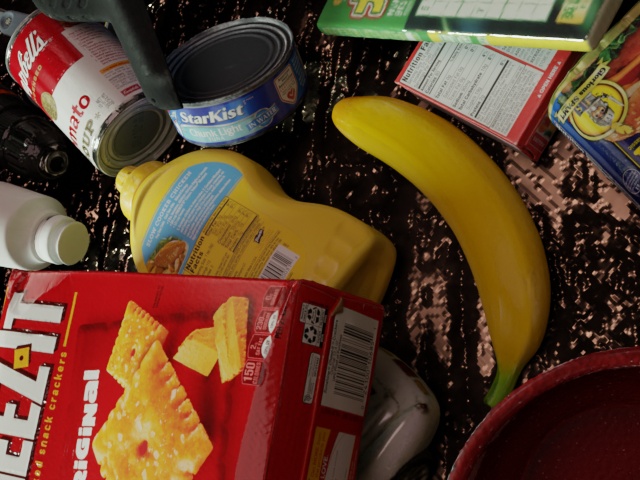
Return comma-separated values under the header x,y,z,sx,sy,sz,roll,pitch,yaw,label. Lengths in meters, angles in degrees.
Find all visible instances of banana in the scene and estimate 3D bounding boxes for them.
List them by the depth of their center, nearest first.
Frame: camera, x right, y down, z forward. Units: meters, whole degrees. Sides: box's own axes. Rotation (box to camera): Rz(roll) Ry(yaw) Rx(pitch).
x,y,z,sx,sy,sz,roll,pitch,yaw,label
0.066,-0.015,0.547,0.070,0.037,0.198,-36,60,19,banana

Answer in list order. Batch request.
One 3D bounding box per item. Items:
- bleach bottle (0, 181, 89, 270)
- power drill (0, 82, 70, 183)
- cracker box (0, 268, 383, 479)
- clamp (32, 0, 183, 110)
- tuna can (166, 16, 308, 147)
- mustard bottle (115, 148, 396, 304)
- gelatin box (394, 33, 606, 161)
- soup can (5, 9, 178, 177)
x,y,z,sx,sy,sz,roll,pitch,yaw,label
-0.258,-0.023,0.736,0.251,0.102,0.068,13,93,28,bleach bottle
-0.280,-0.087,0.705,0.185,0.187,0.057,26,103,39,power drill
-0.084,0.099,0.521,0.214,0.072,0.164,1,75,39,cracker box
-0.116,-0.153,0.646,0.210,0.036,0.164,17,53,24,clamp
-0.051,-0.093,0.625,0.086,0.033,0.086,-14,39,12,tuna can
-0.054,0.001,0.608,0.192,0.058,0.096,31,92,35,mustard bottle
0.093,-0.093,0.556,0.089,0.030,0.073,34,96,38,gelatin box
-0.144,-0.097,0.681,0.102,0.068,0.068,45,102,24,soup can
